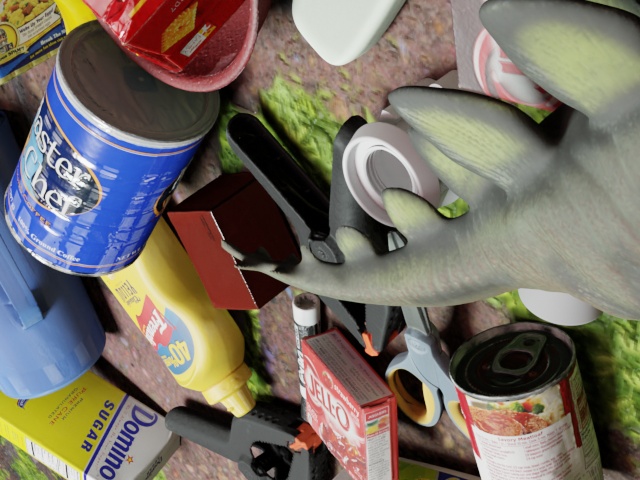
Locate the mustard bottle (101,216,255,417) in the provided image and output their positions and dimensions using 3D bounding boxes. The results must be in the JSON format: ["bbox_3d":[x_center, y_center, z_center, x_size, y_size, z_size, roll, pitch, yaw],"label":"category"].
[{"bbox_3d":[-0.112,0.054,0.823,0.191,0.058,0.096,55,147,-3],"label":"mustard bottle"}]

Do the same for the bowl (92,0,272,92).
[{"bbox_3d":[-0.076,-0.166,0.586,0.162,0.055,0.162,31,140,29],"label":"bowl"}]

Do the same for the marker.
[{"bbox_3d":[-0.007,0.088,0.764,0.020,0.020,0.121,28,139,32],"label":"marker"}]

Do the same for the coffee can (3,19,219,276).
[{"bbox_3d":[-0.138,-0.058,0.692,0.103,0.102,0.140,46,134,10],"label":"coffee can"}]

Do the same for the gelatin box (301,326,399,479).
[{"bbox_3d":[0.018,0.112,0.715,0.089,0.030,0.073,44,145,51],"label":"gelatin box"}]

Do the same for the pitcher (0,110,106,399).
[{"bbox_3d":[-0.281,0.020,0.930,0.145,0.149,0.243,-11,119,22],"label":"pitcher"}]

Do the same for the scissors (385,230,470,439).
[{"bbox_3d":[0.075,0.069,0.618,0.096,0.016,0.202,30,154,17],"label":"scissors"}]

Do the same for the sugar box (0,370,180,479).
[{"bbox_3d":[-0.230,0.174,1.013,0.176,0.093,0.048,26,142,17],"label":"sugar box"}]

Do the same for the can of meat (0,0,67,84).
[{"bbox_3d":[-0.209,-0.161,0.709,0.058,0.102,0.084,29,142,32],"label":"can of meat"}]

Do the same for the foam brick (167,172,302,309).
[{"bbox_3d":[-0.055,0.001,0.714,0.053,0.051,0.078,0,121,49],"label":"foam brick"}]

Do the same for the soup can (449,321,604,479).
[{"bbox_3d":[0.116,0.105,0.592,0.069,0.068,0.102,11,128,45],"label":"soup can"}]

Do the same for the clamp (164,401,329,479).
[{"bbox_3d":[-0.043,0.192,0.884,0.164,0.036,0.210,55,146,-3],"label":"clamp"}]

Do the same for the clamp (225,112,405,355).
[{"bbox_3d":[0.016,-0.006,0.635,0.120,0.039,0.171,4,129,60],"label":"clamp"}]
